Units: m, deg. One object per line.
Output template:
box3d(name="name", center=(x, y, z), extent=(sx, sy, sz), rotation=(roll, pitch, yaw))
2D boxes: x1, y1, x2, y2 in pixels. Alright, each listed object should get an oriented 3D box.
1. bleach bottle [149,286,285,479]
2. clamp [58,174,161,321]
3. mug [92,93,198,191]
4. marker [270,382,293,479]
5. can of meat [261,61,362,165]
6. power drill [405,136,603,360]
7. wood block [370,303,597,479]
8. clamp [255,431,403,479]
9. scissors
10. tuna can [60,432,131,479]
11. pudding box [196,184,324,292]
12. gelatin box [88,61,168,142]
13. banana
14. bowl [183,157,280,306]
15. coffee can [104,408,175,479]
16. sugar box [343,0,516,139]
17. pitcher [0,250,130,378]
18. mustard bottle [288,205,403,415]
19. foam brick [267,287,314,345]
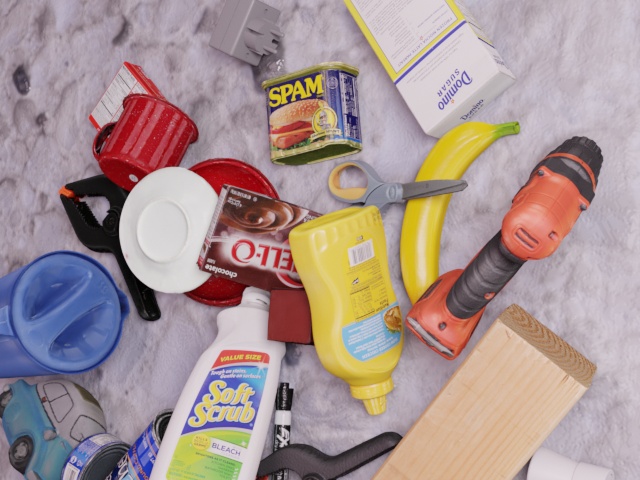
box3d(name="bleach bottle", center=(-0.097, 0.156, 1.047), extent=(0.068, 0.102, 0.250), rotation=(110, 174, -58))
box3d(name="clamp", center=(-0.230, -0.010, 1.237), extent=(0.210, 0.036, 0.164), rotation=(20, 94, 33))
box3d(name="mug", center=(-0.202, -0.104, 1.178), extent=(0.117, 0.093, 0.081), rotation=(11, 64, 25))
box3d(name="marker", center=(-0.039, 0.204, 1.075), extent=(0.020, 0.020, 0.121), rotation=(-2, 81, 36))
box3d(name="can of meat", center=(-0.008, -0.126, 1.081), extent=(0.102, 0.057, 0.084), rotation=(-11, 79, 35))
box3d(name="power drill", center=(0.157, 0.003, 0.896), extent=(0.057, 0.184, 0.188), rotation=(40, 127, 7))
box3d(name="wood block", center=(0.130, 0.164, 0.900), extent=(0.091, 0.090, 0.206), rotation=(39, 107, 12))
box3d(name="clamp", center=(0.005, 0.228, 1.020), extent=(0.172, 0.039, 0.120), rotation=(11, 82, 24))
box3d(name="scissors", center=(0.065, -0.027, 1.003), extent=(0.202, 0.016, 0.096), rotation=(23, 107, 55))
box3d(name="tuna can", center=(-0.242, 0.256, 1.174), extent=(0.034, 0.086, 0.086), rotation=(20, 95, 38))
box3d(name="pudding box", center=(-0.057, 0.001, 1.066), extent=(0.039, 0.113, 0.090), rotation=(-144, 72, -75))
box3d(name="gelatin box", center=(-0.227, -0.154, 1.262), extent=(0.089, 0.030, 0.073), rotation=(-52, 56, 18))
box3d(name="banana", center=(0.112, -0.032, 0.990), extent=(0.070, 0.037, 0.198), rotation=(31, 101, 37))
box3d(name="bowl", center=(-0.119, -0.010, 1.126), extent=(0.162, 0.055, 0.162), rotation=(-1, 88, 25))
box3d(name="coffee can", center=(-0.169, 0.260, 1.110), extent=(0.140, 0.102, 0.103), rotation=(-51, 58, 19))
box3d(name="sugar box", center=(0.102, -0.192, 1.018), extent=(0.093, 0.048, 0.176), rotation=(-39, 66, 25))
box3d(name="pitcher", center=(-0.346, 0.097, 1.214), extent=(0.243, 0.149, 0.145), rotation=(-16, 39, 49))
box3d(name="mustard bottle", center=(0.033, 0.070, 0.988), extent=(0.058, 0.096, 0.191), rotation=(-4, 104, 45))
box3d(name="foam brick", center=(-0.007, 0.076, 1.035), extent=(0.053, 0.078, 0.051), rotation=(2, 83, 36))
